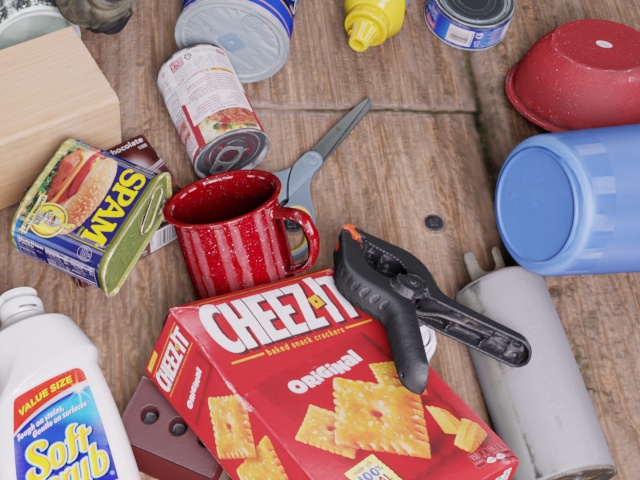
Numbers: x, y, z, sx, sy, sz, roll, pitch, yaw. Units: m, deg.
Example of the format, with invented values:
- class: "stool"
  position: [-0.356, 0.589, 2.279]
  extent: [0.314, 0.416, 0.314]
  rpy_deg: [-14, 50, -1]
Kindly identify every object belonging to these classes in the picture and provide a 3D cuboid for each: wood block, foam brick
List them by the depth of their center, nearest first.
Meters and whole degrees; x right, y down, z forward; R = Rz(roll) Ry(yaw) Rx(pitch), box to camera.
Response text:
- class: "foam brick"
  position: [-0.103, 0.142, 0.767]
  extent: [0.078, 0.051, 0.053]
  rpy_deg: [21, 58, 3]
- class: "wood block"
  position: [-0.272, -0.081, 0.855]
  extent: [0.205, 0.090, 0.091]
  rpy_deg: [-25, 66, -22]

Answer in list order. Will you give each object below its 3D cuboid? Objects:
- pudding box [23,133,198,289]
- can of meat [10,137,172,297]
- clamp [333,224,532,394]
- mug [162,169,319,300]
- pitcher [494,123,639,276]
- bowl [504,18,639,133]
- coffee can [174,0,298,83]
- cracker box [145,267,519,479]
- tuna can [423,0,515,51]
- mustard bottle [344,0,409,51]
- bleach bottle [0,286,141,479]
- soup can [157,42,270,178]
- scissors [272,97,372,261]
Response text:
- class: "pudding box"
  position: [-0.169, -0.025, 0.867]
  extent: [0.113, 0.039, 0.090]
  rpy_deg: [-28, 67, -23]
- class: "can of meat"
  position: [-0.173, -0.020, 0.809]
  extent: [0.084, 0.057, 0.102]
  rpy_deg: [23, 61, 9]
- class: "clamp"
  position: [0.059, 0.049, 0.773]
  extent: [0.172, 0.039, 0.120]
  rpy_deg: [37, 28, 31]
- class: "mug"
  position: [-0.055, 0.001, 0.823]
  extent: [0.117, 0.081, 0.093]
  rpy_deg: [-2, 29, 20]
- class: "pitcher"
  position: [0.258, -0.037, 0.866]
  extent: [0.242, 0.149, 0.145]
  rpy_deg: [-5, 64, -30]
- class: "bowl"
  position: [0.255, -0.158, 0.985]
  extent: [0.162, 0.055, 0.162]
  rpy_deg: [1, 42, -1]
- class: "coffee can"
  position: [-0.069, -0.230, 0.974]
  extent: [0.103, 0.103, 0.140]
  rpy_deg: [11, 57, -3]
- class: "cracker box"
  position: [0.008, 0.119, 0.737]
  extent: [0.163, 0.072, 0.214]
  rpy_deg: [-12, 48, -44]
- class: "tuna can"
  position: [0.147, -0.229, 1.050]
  extent: [0.086, 0.034, 0.086]
  rpy_deg: [4, 58, -7]
- class: "mustard bottle"
  position: [0.067, -0.249, 1.012]
  extent: [0.058, 0.096, 0.191]
  rpy_deg: [22, 58, 4]
- class: "bleach bottle"
  position: [-0.176, 0.146, 0.698]
  extent: [0.102, 0.068, 0.251]
  rpy_deg: [-16, 64, -18]
- class: "soup can"
  position: [-0.093, -0.110, 0.916]
  extent: [0.068, 0.068, 0.102]
  rpy_deg: [-17, 62, -19]
- class: "scissors"
  position: [-0.002, -0.049, 0.925]
  extent: [0.201, 0.016, 0.096]
  rpy_deg: [-32, 70, -25]
